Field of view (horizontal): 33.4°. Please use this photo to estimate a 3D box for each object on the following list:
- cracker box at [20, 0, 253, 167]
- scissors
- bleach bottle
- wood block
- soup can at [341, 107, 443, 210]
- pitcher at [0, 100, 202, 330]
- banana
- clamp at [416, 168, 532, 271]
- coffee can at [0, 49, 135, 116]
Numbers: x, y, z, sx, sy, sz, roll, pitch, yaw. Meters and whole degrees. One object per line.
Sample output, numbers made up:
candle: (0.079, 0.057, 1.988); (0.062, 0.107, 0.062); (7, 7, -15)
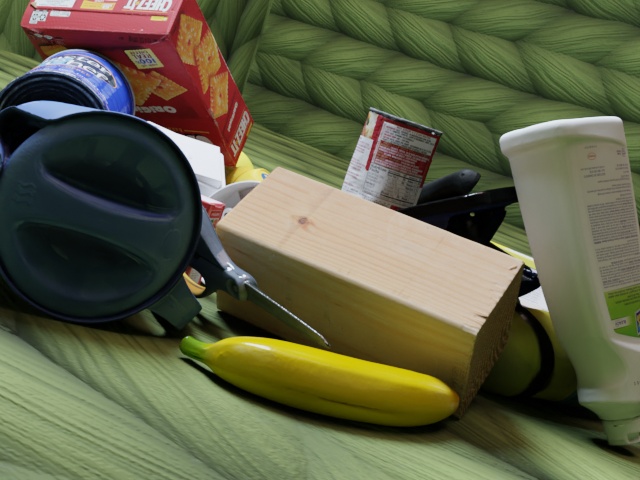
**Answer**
cracker box: (-0.179, -0.164, 1.077); (0.164, 0.072, 0.213); (7, -29, 20)
scissors: (-0.063, 0.012, 0.733); (0.016, 0.096, 0.202); (-25, 20, -31)
bleach bottle: (0.209, 0.034, 0.826); (0.102, 0.251, 0.068); (-8, -2, -38)
wood block: (0.033, 0.034, 0.788); (0.206, 0.090, 0.090); (23, 44, 21)
soup can: (0.059, -0.058, 0.942); (0.068, 0.102, 0.068); (19, 8, -3)
pitcher: (-0.173, -0.028, 0.759); (0.144, 0.149, 0.243); (0, 12, -22)
banana: (0.013, 0.088, 0.671); (0.197, 0.037, 0.070); (16, 10, -20)
clamp: (0.107, -0.022, 1.048); (0.210, 0.036, 0.164); (15, -29, 49)
coffee can: (-0.224, -0.109, 0.940); (0.102, 0.103, 0.140); (18, 16, -7)
